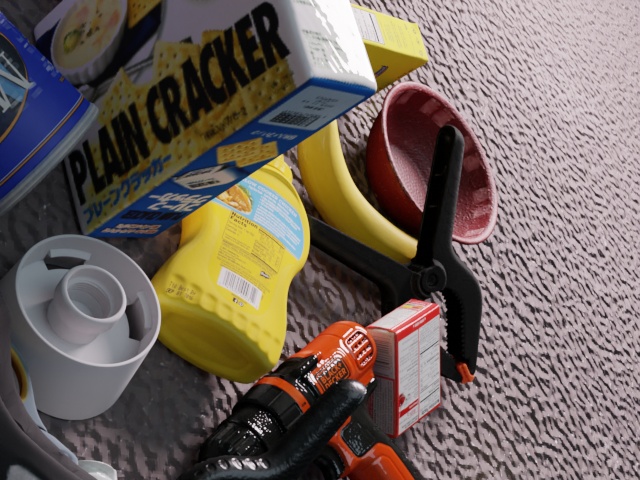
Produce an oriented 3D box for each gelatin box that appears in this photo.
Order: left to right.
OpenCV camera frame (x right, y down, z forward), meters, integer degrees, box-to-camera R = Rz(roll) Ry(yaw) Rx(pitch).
[{"bbox_3d":[0.064,0.099,0.826,0.073,0.030,0.089,-24,118,-53],"label":"gelatin box"}]

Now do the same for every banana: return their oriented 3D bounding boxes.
[{"bbox_3d":[0.031,-0.034,0.872,0.197,0.070,0.037,60,9,-28],"label":"banana"}]

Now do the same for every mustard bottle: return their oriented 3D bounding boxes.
[{"bbox_3d":[-0.055,0.001,0.751,0.096,0.058,0.191,33,44,-18],"label":"mustard bottle"}]

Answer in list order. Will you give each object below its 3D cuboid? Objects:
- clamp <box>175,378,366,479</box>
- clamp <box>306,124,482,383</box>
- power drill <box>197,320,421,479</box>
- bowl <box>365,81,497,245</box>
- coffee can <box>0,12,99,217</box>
[{"bbox_3d":[-0.028,0.169,0.642,0.171,0.039,0.120,-24,95,-20],"label":"clamp"},{"bbox_3d":[0.087,0.021,0.874,0.164,0.036,0.210,-37,112,-18],"label":"clamp"},{"bbox_3d":[0.016,0.167,0.730,0.184,0.057,0.187,-37,98,-47],"label":"power drill"},{"bbox_3d":[0.091,-0.061,0.970,0.161,0.055,0.162,28,48,-37],"label":"bowl"},{"bbox_3d":[-0.208,-0.087,0.589,0.140,0.103,0.102,47,39,-19],"label":"coffee can"}]
